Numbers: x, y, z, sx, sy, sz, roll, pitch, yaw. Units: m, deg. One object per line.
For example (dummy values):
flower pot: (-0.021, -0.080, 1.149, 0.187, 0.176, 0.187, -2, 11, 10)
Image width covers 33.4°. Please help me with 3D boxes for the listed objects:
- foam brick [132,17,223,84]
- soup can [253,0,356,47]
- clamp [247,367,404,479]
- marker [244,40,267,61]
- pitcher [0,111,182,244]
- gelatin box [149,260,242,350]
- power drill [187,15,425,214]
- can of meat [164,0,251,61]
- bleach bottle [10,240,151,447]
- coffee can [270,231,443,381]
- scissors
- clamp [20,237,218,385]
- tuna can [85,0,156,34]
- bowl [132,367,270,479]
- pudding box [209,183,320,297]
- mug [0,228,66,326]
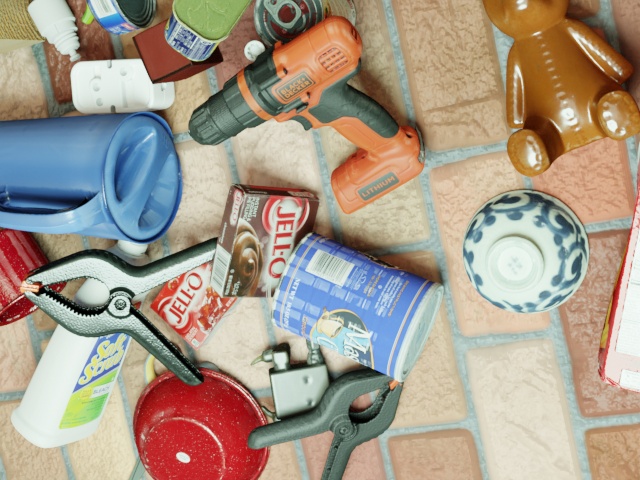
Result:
foam brick: (-0.142, -0.192, 1.075, 0.051, 0.078, 0.053, -21, 95, 22)
soup can: (-0.012, -0.212, 1.008, 0.069, 0.102, 0.068, 4, 102, 19)
clamp: (0.024, 0.197, 1.099, 0.171, 0.039, 0.120, -34, 119, 6)
marker: (-0.061, -0.181, 1.026, 0.020, 0.121, 0.020, 0, 99, -1)
pitcher: (-0.280, -0.064, 1.110, 0.243, 0.149, 0.145, 3, 77, 27)
gelatin box: (-0.131, 0.062, 1.148, 0.073, 0.030, 0.089, 42, 111, 8)
power drill: (-0.005, -0.103, 0.996, 0.185, 0.057, 0.187, -28, 133, 25)
can of meat: (-0.099, -0.223, 0.996, 0.057, 0.084, 0.102, 34, 77, -11)
bleach bottle: (-0.249, 0.101, 1.161, 0.068, 0.102, 0.251, 34, 110, 26)
coffee can: (0.036, 0.064, 1.046, 0.140, 0.102, 0.103, 23, 108, 15)
scissors: (-0.191, 0.196, 1.204, 0.096, 0.016, 0.202, 46, 111, 3)
clamp: (-0.201, 0.070, 1.101, 0.210, 0.036, 0.164, 4, 105, -9)
tuna can: (-0.204, -0.253, 1.081, 0.034, 0.086, 0.086, -11, 97, 23)
bowl: (-0.138, 0.222, 1.158, 0.162, 0.055, 0.162, 4, 107, 13)
pudding box: (-0.057, 0.001, 1.076, 0.039, 0.089, 0.113, 39, 119, 50)
mug: (-0.349, 0.042, 1.202, 0.081, 0.093, 0.117, 55, 149, 8)
